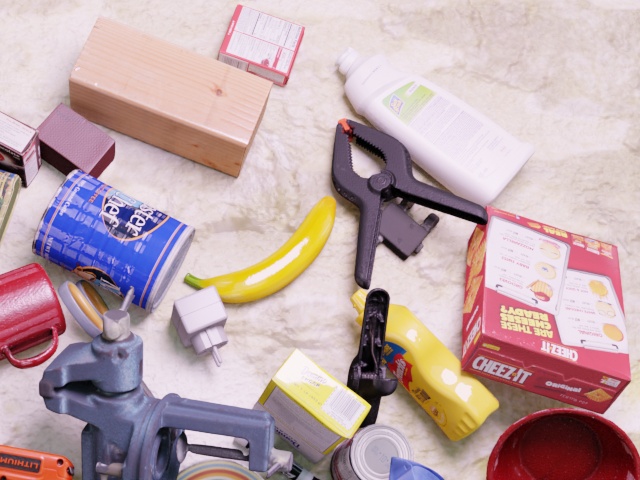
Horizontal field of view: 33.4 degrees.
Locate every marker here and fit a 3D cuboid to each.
[{"bbox_3d":[-0.038,0.237,1.129,0.121,0.020,0.020,35,69,2],"label":"marker"}]

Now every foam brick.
[{"bbox_3d":[-0.273,-0.104,1.186,0.078,0.051,0.053,36,68,3],"label":"foam brick"}]

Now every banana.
[{"bbox_3d":[-0.051,0.019,1.192,0.197,0.037,0.069,-29,79,-18],"label":"banana"}]

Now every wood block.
[{"bbox_3d":[-0.169,-0.161,1.204,0.206,0.090,0.090,21,68,-3],"label":"wood block"}]

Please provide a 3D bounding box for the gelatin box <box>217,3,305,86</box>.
[{"bbox_3d":[-0.071,-0.234,1.280,0.089,0.030,0.073,19,68,-4],"label":"gelatin box"}]

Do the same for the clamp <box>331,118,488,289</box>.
[{"bbox_3d":[0.083,-0.061,1.218,0.164,0.036,0.210,-22,62,-2],"label":"clamp"}]

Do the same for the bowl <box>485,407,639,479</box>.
[{"bbox_3d":[0.258,0.239,1.139,0.162,0.055,0.162,3,109,7],"label":"bowl"}]

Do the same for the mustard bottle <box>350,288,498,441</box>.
[{"bbox_3d":[0.103,0.127,1.151,0.058,0.096,0.191,-40,82,-20],"label":"mustard bottle"}]

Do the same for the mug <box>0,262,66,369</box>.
[{"bbox_3d":[-0.308,0.081,1.091,0.081,0.093,0.117,-23,53,-22],"label":"mug"}]

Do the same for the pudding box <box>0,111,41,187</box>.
[{"bbox_3d":[-0.359,-0.112,1.152,0.113,0.090,0.039,26,68,-2],"label":"pudding box"}]

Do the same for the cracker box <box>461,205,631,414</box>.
[{"bbox_3d":[0.242,0.071,1.166,0.164,0.072,0.213,17,41,-4],"label":"cracker box"}]

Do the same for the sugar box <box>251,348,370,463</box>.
[{"bbox_3d":[-0.014,0.170,1.072,0.093,0.176,0.048,38,71,3],"label":"sugar box"}]

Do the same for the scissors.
[{"bbox_3d":[-0.210,0.117,1.132,0.016,0.096,0.201,-34,111,5],"label":"scissors"}]

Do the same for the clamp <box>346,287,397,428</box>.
[{"bbox_3d":[0.050,0.146,1.093,0.039,0.171,0.120,6,41,-2],"label":"clamp"}]

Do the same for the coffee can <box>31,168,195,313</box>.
[{"bbox_3d":[-0.218,0.001,1.132,0.140,0.103,0.102,27,69,0],"label":"coffee can"}]

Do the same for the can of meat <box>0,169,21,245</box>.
[{"bbox_3d":[-0.376,-0.035,1.141,0.084,0.057,0.102,17,70,-8],"label":"can of meat"}]

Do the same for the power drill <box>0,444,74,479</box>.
[{"bbox_3d":[-0.324,0.294,1.037,0.184,0.057,0.187,11,72,-10],"label":"power drill"}]

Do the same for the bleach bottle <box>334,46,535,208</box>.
[{"bbox_3d":[0.126,-0.147,1.270,0.251,0.068,0.102,40,69,7],"label":"bleach bottle"}]

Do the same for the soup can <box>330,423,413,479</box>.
[{"bbox_3d":[0.052,0.230,1.103,0.068,0.102,0.068,3,70,-9],"label":"soup can"}]
